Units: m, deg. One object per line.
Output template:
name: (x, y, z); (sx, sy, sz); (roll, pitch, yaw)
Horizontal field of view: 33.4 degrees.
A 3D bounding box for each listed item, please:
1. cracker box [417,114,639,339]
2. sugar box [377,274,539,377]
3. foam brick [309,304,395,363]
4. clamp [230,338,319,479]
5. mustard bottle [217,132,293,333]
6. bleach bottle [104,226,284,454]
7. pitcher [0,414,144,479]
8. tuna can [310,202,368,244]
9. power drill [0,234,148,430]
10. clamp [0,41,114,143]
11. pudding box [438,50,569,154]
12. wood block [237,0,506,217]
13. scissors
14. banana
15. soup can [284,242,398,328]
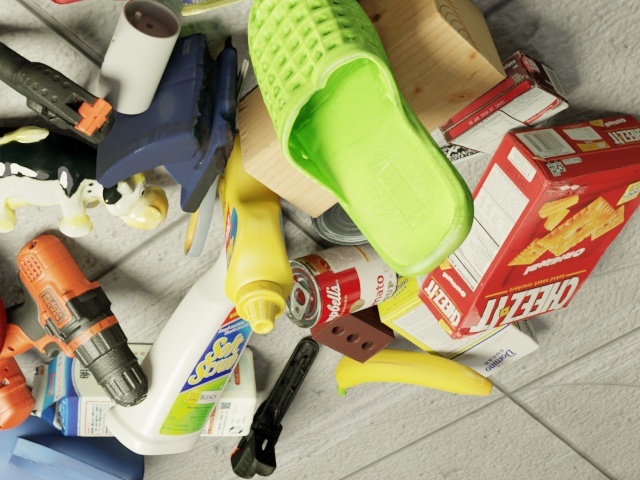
cracker box: (0.207, -0.010, 1.003); (0.163, 0.072, 0.214); (-11, 141, -33)
sugar box: (0.150, 0.086, 1.153); (0.093, 0.048, 0.176); (-34, 135, 24)
foam brick: (0.031, 0.084, 1.125); (0.078, 0.051, 0.053); (29, 125, -33)
clamp: (-0.065, 0.221, 1.197); (0.036, 0.164, 0.210); (26, 139, -5)
mustard bottle: (-0.057, 0.001, 0.920); (0.058, 0.191, 0.096); (0, 136, -10)
bleach bottle: (-0.111, 0.087, 1.039); (0.102, 0.068, 0.251); (12, 110, -56)
pitcher: (-0.318, 0.239, 1.172); (0.149, 0.145, 0.242); (-43, 125, 17)
tuna can: (0.031, -0.036, 1.012); (0.086, 0.034, 0.086); (-5, 137, -5)
power drill: (-0.266, 0.111, 1.038); (0.188, 0.184, 0.057); (-37, 173, 30)
clamp: (-0.202, -0.107, 0.827); (0.120, 0.172, 0.039); (34, 89, -48)
pudding box: (0.155, -0.115, 0.910); (0.090, 0.039, 0.113); (-32, 163, 23)
wood block: (0.036, -0.123, 0.879); (0.206, 0.091, 0.090); (-36, 131, 26)
scissors: (-0.091, -0.080, 0.922); (0.016, 0.096, 0.202); (9, 119, -16)
banana: (0.089, 0.145, 1.173); (0.198, 0.037, 0.069); (-4, 148, 35)
soup can: (0.017, 0.040, 1.037); (0.102, 0.068, 0.069); (-16, 145, -36)
